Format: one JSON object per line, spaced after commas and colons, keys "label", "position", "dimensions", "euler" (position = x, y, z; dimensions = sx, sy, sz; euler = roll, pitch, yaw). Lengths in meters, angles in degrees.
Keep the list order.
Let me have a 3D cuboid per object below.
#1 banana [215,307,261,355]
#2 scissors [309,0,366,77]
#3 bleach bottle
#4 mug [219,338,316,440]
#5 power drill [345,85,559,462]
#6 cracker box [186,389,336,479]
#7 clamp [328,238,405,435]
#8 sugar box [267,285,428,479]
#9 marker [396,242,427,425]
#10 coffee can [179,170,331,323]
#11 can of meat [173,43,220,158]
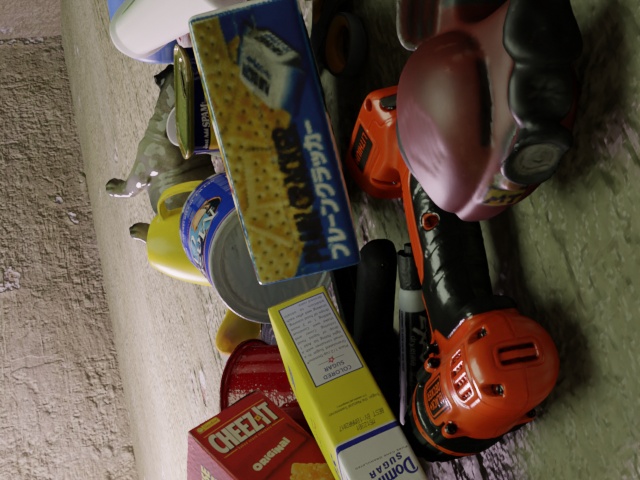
{"label": "banana", "position": [-0.077, 0.051, 1.029], "dimensions": [0.069, 0.037, 0.198], "euler": [55, -158, -36]}
{"label": "scissors", "position": [0.002, -0.126, 0.795], "dimensions": [0.202, 0.016, 0.096], "euler": [106, 152, -54]}
{"label": "bleach bottle", "position": [-0.125, -0.218, 0.946], "dimensions": [0.068, 0.102, 0.251], "euler": [47, 157, -17]}
{"label": "mug", "position": [-0.010, 0.123, 0.804], "dimensions": [0.117, 0.082, 0.093], "euler": [40, -128, -51]}
{"label": "power drill", "position": [0.063, 0.022, 0.582], "dimensions": [0.184, 0.057, 0.188], "euler": [113, 145, -67]}
{"label": "cracker box", "position": [0.001, 0.226, 0.713], "dimensions": [0.214, 0.072, 0.164], "euler": [38, 139, 30]}
{"label": "clamp", "position": [0.031, 0.066, 0.741], "dimensions": [0.120, 0.039, 0.171], "euler": [-119, 24, -71]}
{"label": "sugar box", "position": [0.023, 0.121, 0.636], "dimensions": [0.093, 0.048, 0.176], "euler": [75, 171, -47]}
{"label": "marker", "position": [0.059, 0.060, 0.676], "dimensions": [0.020, 0.020, 0.121], "euler": [-140, 45, -67]}
{"label": "coffee can", "position": [-0.056, 0.001, 0.892], "dimensions": [0.140, 0.102, 0.103], "euler": [-145, 49, -69]}
{"label": "can of meat", "position": [-0.088, -0.130, 0.976], "dimensions": [0.057, 0.083, 0.102], "euler": [-118, 26, -52]}
